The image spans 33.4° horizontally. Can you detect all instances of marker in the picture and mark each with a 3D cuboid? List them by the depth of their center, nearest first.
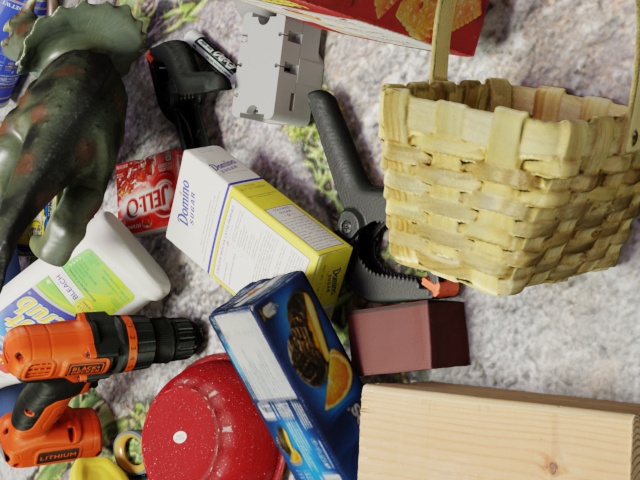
[{"bbox_3d":[-0.087,-0.159,0.989,0.121,0.020,0.020,44,114,33],"label":"marker"}]

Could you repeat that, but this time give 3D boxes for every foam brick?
[{"bbox_3d":[0.068,0.076,0.822,0.078,0.052,0.051,-12,79,40],"label":"foam brick"}]

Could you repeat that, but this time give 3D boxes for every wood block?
[{"bbox_3d":[0.134,0.152,0.737,0.207,0.090,0.091,1,86,40],"label":"wood block"}]

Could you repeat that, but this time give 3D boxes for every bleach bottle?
[{"bbox_3d":[-0.270,0.085,1.012,0.251,0.068,0.102,-39,101,4],"label":"bleach bottle"}]

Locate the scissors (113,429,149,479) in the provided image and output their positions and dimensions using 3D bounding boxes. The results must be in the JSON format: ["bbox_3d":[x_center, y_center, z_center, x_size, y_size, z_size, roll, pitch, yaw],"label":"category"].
[{"bbox_3d":[-0.136,0.213,1.006,0.202,0.016,0.096,-25,71,36],"label":"scissors"}]

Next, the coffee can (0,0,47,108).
[{"bbox_3d":[-0.365,-0.230,1.172,0.103,0.102,0.140,46,115,32],"label":"coffee can"}]

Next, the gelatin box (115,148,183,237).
[{"bbox_3d":[-0.160,-0.044,1.035,0.089,0.030,0.073,-10,81,39],"label":"gelatin box"}]

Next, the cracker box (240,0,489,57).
[{"bbox_3d":[-0.004,-0.192,0.750,0.164,0.213,0.072,21,100,39],"label":"cracker box"}]

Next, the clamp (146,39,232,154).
[{"bbox_3d":[-0.121,-0.139,0.979,0.171,0.039,0.120,60,141,35],"label":"clamp"}]

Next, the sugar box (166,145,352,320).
[{"bbox_3d":[-0.056,0.001,0.894,0.176,0.048,0.093,40,127,35],"label":"sugar box"}]

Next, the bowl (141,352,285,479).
[{"bbox_3d":[-0.108,0.178,0.947,0.162,0.055,0.162,-9,74,35],"label":"bowl"}]

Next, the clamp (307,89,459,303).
[{"bbox_3d":[0.032,-0.021,0.867,0.210,0.036,0.165,29,110,39],"label":"clamp"}]

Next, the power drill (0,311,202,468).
[{"bbox_3d":[-0.218,0.136,0.998,0.188,0.184,0.057,-60,43,39],"label":"power drill"}]
